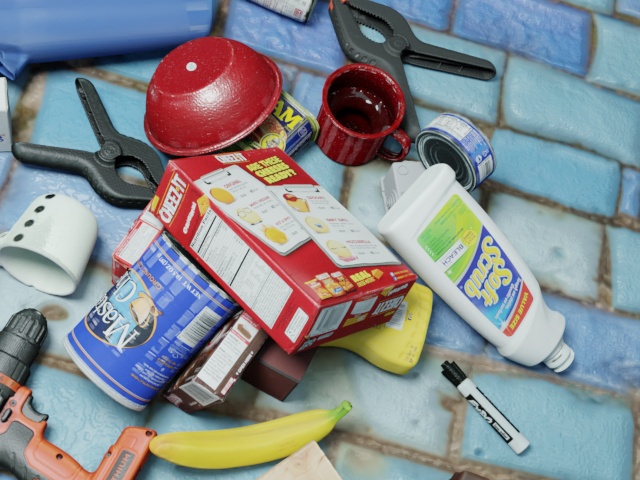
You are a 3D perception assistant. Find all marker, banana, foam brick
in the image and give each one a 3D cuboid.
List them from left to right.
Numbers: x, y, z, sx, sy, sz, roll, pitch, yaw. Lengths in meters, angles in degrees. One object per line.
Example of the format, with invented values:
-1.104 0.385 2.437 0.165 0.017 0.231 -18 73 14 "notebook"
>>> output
-0.069 0.190 1.031 0.197 0.070 0.037 -10 45 -18 "banana"
-0.040 0.119 1.062 0.051 0.078 0.053 29 65 -2 "foam brick"
0.171 0.172 1.116 0.020 0.020 0.121 -39 80 -24 "marker"

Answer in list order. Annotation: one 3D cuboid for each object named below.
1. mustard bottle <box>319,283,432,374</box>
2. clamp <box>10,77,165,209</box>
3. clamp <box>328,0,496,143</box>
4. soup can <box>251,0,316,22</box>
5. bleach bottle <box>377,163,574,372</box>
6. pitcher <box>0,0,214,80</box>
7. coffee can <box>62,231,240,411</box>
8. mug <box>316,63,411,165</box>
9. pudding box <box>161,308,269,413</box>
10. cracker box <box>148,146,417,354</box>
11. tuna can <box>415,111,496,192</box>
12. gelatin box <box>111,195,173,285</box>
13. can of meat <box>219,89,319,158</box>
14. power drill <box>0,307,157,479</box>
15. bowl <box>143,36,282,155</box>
0.016 0.066 1.106 0.191 0.058 0.096 19 63 -4 "mustard bottle"
-0.226 -0.098 1.136 0.171 0.039 0.120 29 69 -6 "clamp"
0.097 -0.223 1.258 0.164 0.036 0.210 -33 73 -30 "clamp"
-0.050 -0.304 1.245 0.102 0.069 0.068 22 65 -3 "soup can"
0.179 0.040 1.123 0.250 0.068 0.102 44 84 -12 "bleach bottle"
-0.245 -0.270 1.156 0.242 0.149 0.145 -7 34 -19 "pitcher"
-0.159 0.076 1.014 0.103 0.103 0.140 43 90 8 "coffee can"
0.049 -0.129 1.184 0.117 0.082 0.093 33 65 3 "mug"
-0.101 0.117 1.029 0.039 0.114 0.090 40 64 -11 "pudding box"
-0.036 0.004 1.029 0.214 0.072 0.163 43 31 24 "cracker box"
0.142 -0.092 1.130 0.086 0.086 0.033 45 67 8 "tuna can"
-0.179 0.003 1.084 0.030 0.073 0.089 31 65 3 "gelatin box"
-0.067 -0.123 1.171 0.102 0.057 0.083 41 68 7 "can of meat"
-0.253 0.174 1.006 0.187 0.057 0.184 25 68 2 "power drill"
-0.124 -0.166 1.134 0.162 0.055 0.162 -13 47 14 "bowl"
